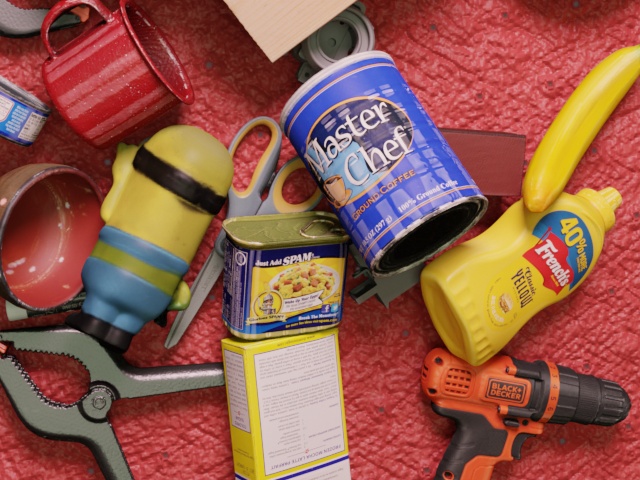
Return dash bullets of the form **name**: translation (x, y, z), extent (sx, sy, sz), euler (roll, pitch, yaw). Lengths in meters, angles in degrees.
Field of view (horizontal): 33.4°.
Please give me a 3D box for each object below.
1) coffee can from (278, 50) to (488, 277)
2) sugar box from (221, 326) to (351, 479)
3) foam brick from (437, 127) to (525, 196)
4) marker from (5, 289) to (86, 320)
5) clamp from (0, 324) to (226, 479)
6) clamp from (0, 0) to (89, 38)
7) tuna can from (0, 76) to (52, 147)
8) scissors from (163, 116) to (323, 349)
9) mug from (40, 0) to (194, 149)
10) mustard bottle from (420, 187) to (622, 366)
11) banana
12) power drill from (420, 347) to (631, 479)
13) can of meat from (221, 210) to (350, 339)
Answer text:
- **coffee can**: translation (0.046, -0.058, 0.810), extent (0.103, 0.103, 0.140), euler (-30, 72, -4)
- **sugar box**: translation (-0.025, 0.160, 0.872), extent (0.093, 0.048, 0.176), euler (-10, 102, -33)
- **foam brick**: translation (0.123, -0.065, 0.873), extent (0.078, 0.053, 0.051), euler (3, 97, -10)
- **marker**: translation (-0.190, 0.046, 0.858), extent (0.121, 0.020, 0.020), euler (-9, 99, -7)
- **clamp**: translation (-0.169, 0.123, 0.862), extent (0.210, 0.036, 0.164), euler (38, 81, -8)
- **clamp**: translation (-0.254, -0.213, 0.804), extent (0.171, 0.039, 0.120), euler (12, 100, -16)
- **tuna can**: translation (-0.246, -0.105, 0.795), extent (0.086, 0.086, 0.034), euler (31, 93, -11)
- **scissors**: translation (-0.056, 0.001, 0.868), extent (0.096, 0.016, 0.202), euler (15, 92, -13)
- **mug**: translation (-0.160, -0.129, 0.795), extent (0.081, 0.093, 0.117), euler (-31, 126, 10)
- **mustard bottle**: translation (0.174, 0.013, 0.876), extent (0.191, 0.058, 0.096), euler (-35, 120, -18)
- **banana**: translation (0.209, -0.093, 0.864), extent (0.037, 0.070, 0.197), euler (35, 73, 5)
- **power drill**: translation (0.162, 0.192, 0.913), extent (0.184, 0.057, 0.188), euler (11, 93, -6)
- **can of meat**: translation (-0.028, 0.027, 0.846), extent (0.102, 0.057, 0.084), euler (-5, 113, -24)
